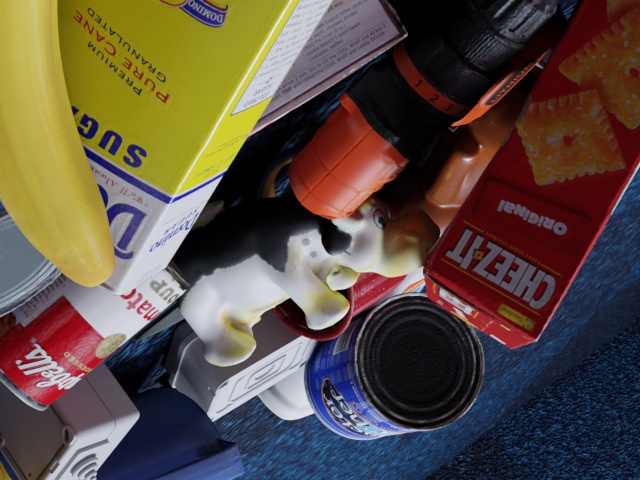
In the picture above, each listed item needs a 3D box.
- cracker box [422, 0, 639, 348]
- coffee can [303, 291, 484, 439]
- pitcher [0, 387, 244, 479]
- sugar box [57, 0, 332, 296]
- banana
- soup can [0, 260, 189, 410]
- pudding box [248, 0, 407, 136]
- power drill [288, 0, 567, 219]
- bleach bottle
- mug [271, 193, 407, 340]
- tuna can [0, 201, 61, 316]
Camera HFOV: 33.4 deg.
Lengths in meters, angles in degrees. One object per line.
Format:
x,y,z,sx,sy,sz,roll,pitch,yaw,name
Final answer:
0.134,-0.050,0.577,0.213,0.072,0.164,-59,170,-3,cracker box
0.054,0.102,0.842,0.102,0.103,0.140,-33,178,-20,coffee can
-0.178,0.189,0.737,0.242,0.145,0.149,-11,128,-51,pitcher
-0.068,-0.067,0.411,0.176,0.093,0.048,-54,169,33,sugar box
-0.097,-0.070,0.371,0.037,0.070,0.198,-55,163,-55,banana
-0.129,0.032,0.569,0.102,0.068,0.068,-40,161,-4,soup can
-0.026,-0.077,0.513,0.113,0.039,0.090,-36,-171,-17,pudding box
0.078,-0.101,0.599,0.185,0.057,0.187,-41,177,34,power drill
0.043,0.051,0.957,0.251,0.068,0.102,-50,159,21,bleach bottle
0.004,0.015,0.776,0.117,0.093,0.081,-16,-170,47,mug
-0.156,0.001,0.500,0.086,0.034,0.086,-35,161,-14,tuna can
